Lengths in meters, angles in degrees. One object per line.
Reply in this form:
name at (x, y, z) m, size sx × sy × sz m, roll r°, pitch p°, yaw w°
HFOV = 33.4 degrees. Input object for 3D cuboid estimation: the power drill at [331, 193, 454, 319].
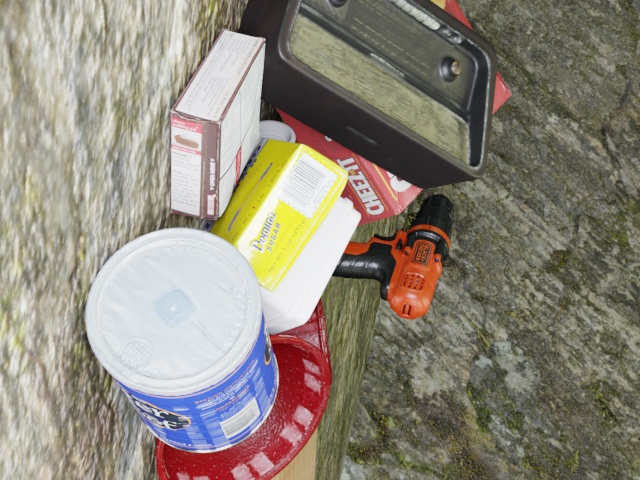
power drill at (0.053, -0.003, 1.215) m, size 0.184 × 0.188 × 0.057 m, roll -68°, pitch 166°, yaw -45°

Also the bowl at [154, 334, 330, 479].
bowl at (-0.072, 0.130, 0.850) m, size 0.161 × 0.055 × 0.162 m, roll -23°, pitch 132°, yaw -28°

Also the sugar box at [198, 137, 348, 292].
sugar box at (-0.040, -0.025, 0.762) m, size 0.093 × 0.048 × 0.176 m, roll -56°, pitch -164°, yaw -2°

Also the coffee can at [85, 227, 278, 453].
coffee can at (-0.082, 0.067, 0.675) m, size 0.140 × 0.103 × 0.102 m, roll 84°, pitch 19°, yaw -65°

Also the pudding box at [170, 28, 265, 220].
pudding box at (-0.072, -0.082, 0.757) m, size 0.113 × 0.039 × 0.090 m, roll -72°, pitch 171°, yaw -48°
